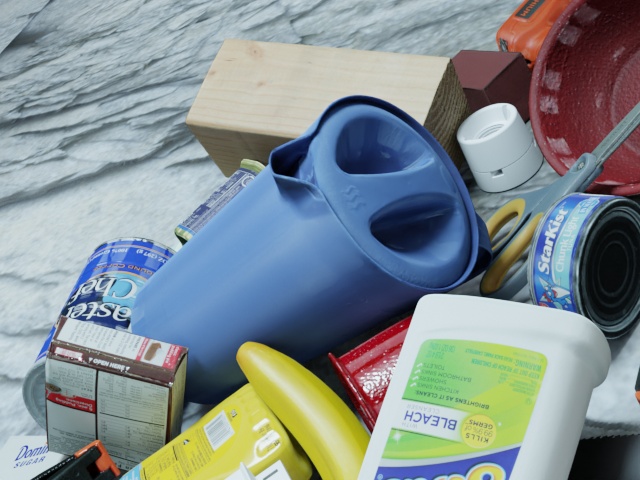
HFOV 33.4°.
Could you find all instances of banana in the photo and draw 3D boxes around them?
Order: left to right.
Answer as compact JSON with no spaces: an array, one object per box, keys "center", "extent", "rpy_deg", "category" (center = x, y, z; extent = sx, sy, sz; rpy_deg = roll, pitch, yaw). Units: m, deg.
[{"center":[0.006,0.125,0.607],"extent":[0.037,0.069,0.198],"rpy_deg":[-56,33,20],"category":"banana"}]

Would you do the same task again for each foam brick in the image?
[{"center":[0.138,-0.125,0.899],"extent":[0.051,0.053,0.078],"rpy_deg":[-43,31,-18],"category":"foam brick"}]

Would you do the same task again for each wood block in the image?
[{"center":[0.008,-0.095,0.868],"extent":[0.206,0.090,0.090],"rpy_deg":[11,65,28],"category":"wood block"}]

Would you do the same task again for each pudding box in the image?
[{"center":[-0.140,0.110,0.730],"extent":[0.090,0.114,0.039],"rpy_deg":[13,44,2],"category":"pudding box"}]

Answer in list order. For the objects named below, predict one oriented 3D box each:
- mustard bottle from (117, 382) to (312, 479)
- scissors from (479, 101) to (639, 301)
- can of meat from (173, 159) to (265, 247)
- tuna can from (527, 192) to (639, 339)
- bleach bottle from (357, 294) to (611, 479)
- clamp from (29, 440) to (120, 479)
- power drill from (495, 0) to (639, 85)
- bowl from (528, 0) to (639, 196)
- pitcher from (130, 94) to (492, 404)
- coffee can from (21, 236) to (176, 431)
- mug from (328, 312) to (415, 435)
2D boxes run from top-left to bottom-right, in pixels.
[{"center":[-0.100,0.173,0.678],"extent":[0.191,0.058,0.096],"rpy_deg":[-35,25,-4],"category":"mustard bottle"},{"center":[0.167,-0.045,0.726],"extent":[0.202,0.016,0.096],"rpy_deg":[-54,19,1],"category":"scissors"},{"center":[-0.056,0.001,0.852],"extent":[0.084,0.102,0.058],"rpy_deg":[-44,26,-14],"category":"can of meat"},{"center":[0.162,0.015,0.630],"extent":[0.034,0.086,0.086],"rpy_deg":[8,49,48],"category":"tuna can"},{"center":[0.057,0.151,0.496],"extent":[0.103,0.068,0.250],"rpy_deg":[7,63,28],"category":"bleach bottle"},{"center":[-0.213,0.188,0.689],"extent":[0.171,0.039,0.120],"rpy_deg":[-31,10,-28],"category":"clamp"},{"center":[0.251,-0.184,0.871],"extent":[0.184,0.057,0.188],"rpy_deg":[-46,31,-22],"category":"power drill"},{"center":[0.225,-0.105,0.735],"extent":[0.162,0.055,0.162],"rpy_deg":[-13,73,46],"category":"bowl"},{"center":[-0.014,0.023,0.716],"extent":[0.243,0.149,0.144],"rpy_deg":[-35,5,41],"category":"pitcher"},{"center":[-0.158,0.080,0.832],"extent":[0.103,0.102,0.140],"rpy_deg":[-19,32,24],"category":"coffee can"},{"center":[0.068,0.094,0.614],"extent":[0.081,0.093,0.117],"rpy_deg":[-30,59,-5],"category":"mug"}]
